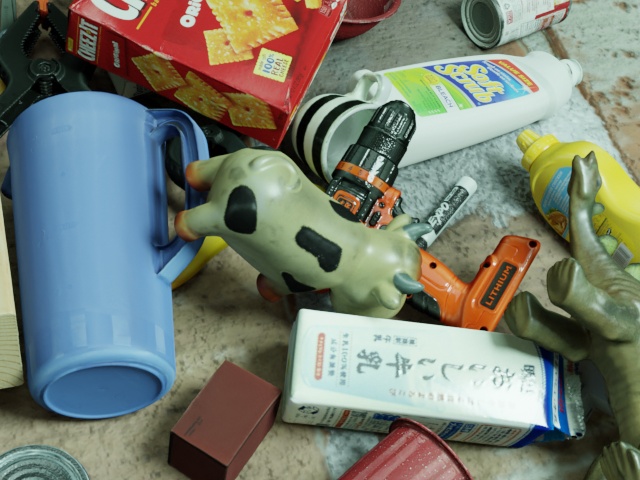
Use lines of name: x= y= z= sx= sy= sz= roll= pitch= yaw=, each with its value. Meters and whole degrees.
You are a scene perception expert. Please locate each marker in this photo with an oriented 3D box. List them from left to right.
marker: x=0.109 y=-0.018 z=0.986 sx=0.020 sy=0.020 sz=0.121 roll=32 pitch=54 yaw=14

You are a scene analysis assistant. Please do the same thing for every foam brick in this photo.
foam brick: x=-0.073 y=0.141 z=0.809 sx=0.053 sy=0.051 sz=0.078 roll=29 pitch=53 yaw=13

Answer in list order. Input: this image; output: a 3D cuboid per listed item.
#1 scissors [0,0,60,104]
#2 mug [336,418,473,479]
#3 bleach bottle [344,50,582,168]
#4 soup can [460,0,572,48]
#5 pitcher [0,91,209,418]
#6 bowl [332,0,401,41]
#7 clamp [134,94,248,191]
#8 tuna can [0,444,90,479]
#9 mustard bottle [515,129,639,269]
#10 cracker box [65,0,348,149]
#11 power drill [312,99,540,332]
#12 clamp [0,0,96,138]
scissors: x=-0.288 y=-0.187 z=1.047 sx=0.096 sy=0.016 sz=0.201 roll=11 pitch=52 yaw=-4
mug: x=0.061 y=0.200 z=0.774 sx=0.081 sy=0.093 sz=0.117 roll=-35 pitch=102 yaw=-26
bleach bottle: x=0.154 y=-0.147 z=1.069 sx=0.250 sy=0.068 sz=0.103 roll=-19 pitch=58 yaw=-26
soup can: x=0.212 y=-0.254 z=1.158 sx=0.102 sy=0.068 sz=0.068 roll=-24 pitch=60 yaw=-25
pitcher: x=-0.169 y=0.008 z=0.843 sx=0.144 sy=0.149 sz=0.243 roll=6 pitch=54 yaw=-25
bowl: x=0.001 y=-0.259 z=1.120 sx=0.162 sy=0.055 sz=0.162 roll=12 pitch=44 yaw=-12
clamp: x=-0.115 y=-0.089 z=0.973 sx=0.120 sy=0.039 sz=0.171 roll=-3 pitch=35 yaw=-2
tuna can: x=-0.204 y=0.189 z=0.759 sx=0.086 sy=0.034 sz=0.086 roll=5 pitch=52 yaw=-7
mustard bottle: x=0.248 y=-0.034 z=0.975 sx=0.058 sy=0.096 sz=0.192 roll=-27 pitch=61 yaw=-27
cracker box: x=-0.099 y=-0.203 z=0.977 sx=0.213 sy=0.072 sz=0.164 roll=26 pitch=59 yaw=-2
power drill: x=0.088 y=-0.008 z=0.912 sx=0.188 sy=0.057 sz=0.184 roll=28 pitch=86 yaw=11
clamp: x=-0.262 y=-0.143 z=0.984 sx=0.164 sy=0.036 sz=0.210 roll=-9 pitch=55 yaw=-17
